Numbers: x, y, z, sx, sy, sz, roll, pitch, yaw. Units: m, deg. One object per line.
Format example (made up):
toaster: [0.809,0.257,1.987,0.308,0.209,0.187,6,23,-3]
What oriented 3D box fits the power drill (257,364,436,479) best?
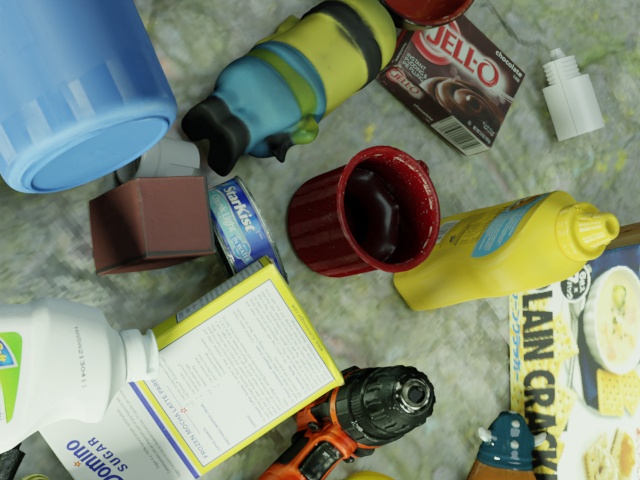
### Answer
power drill: [-0.013,0.159,0.684,0.057,0.185,0.187,44,68,-1]

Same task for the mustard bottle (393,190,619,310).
mustard bottle: [0.144,0.004,0.802,0.096,0.192,0.058,-42,104,-32]

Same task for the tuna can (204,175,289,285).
tuna can: [-0.055,0.001,0.733,0.033,0.086,0.086,-25,96,-10]

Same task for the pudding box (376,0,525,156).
pudding box: [0.111,-0.139,0.901,0.113,0.039,0.090,40,62,-21]

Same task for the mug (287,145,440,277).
mug: [0.036,-0.024,0.802,0.117,0.082,0.093,-45,106,-31]

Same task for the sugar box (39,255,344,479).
sugar box: [-0.082,0.096,0.678,0.176,0.048,0.093,-32,101,-2]

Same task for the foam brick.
foam brick: [-0.112,-0.010,0.704,0.052,0.078,0.051,-5,83,-37]

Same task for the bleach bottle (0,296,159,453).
bleach bottle: [-0.213,0.090,0.588,0.250,0.068,0.102,-7,93,-22]

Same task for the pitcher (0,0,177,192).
pitcher: [-0.178,-0.155,0.634,0.149,0.145,0.243,-24,83,-30]
